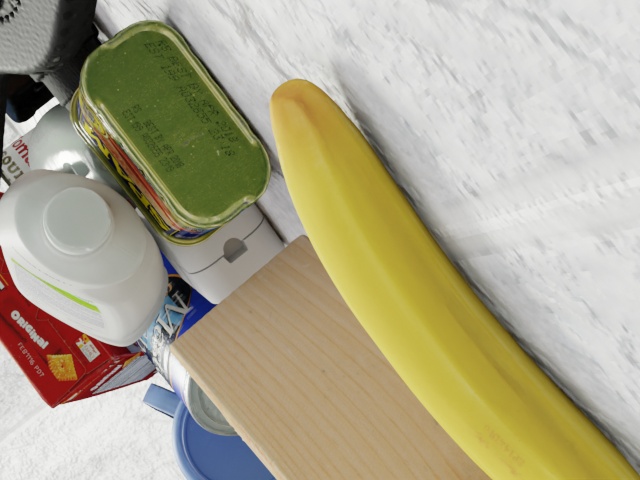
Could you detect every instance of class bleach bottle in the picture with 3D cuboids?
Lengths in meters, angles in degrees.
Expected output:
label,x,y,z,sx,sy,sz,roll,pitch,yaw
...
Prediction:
label,x,y,z,sx,sy,sz,roll,pitch,yaw
bleach bottle,-0.129,0.010,0.602,0.102,0.068,0.251,28,167,-8

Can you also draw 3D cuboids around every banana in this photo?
label,x,y,z,sx,sy,sz,roll,pitch,yaw
banana,0.048,0.032,0.351,0.198,0.037,0.070,48,151,8

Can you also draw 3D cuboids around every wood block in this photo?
label,x,y,z,sx,sy,sz,roll,pitch,yaw
wood block,0.029,0.092,0.472,0.206,0.090,0.090,37,163,50

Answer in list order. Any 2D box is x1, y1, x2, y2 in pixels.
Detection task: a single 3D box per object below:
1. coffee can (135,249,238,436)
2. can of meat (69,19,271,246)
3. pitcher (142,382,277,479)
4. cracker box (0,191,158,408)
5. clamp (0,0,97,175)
label,x,y,z,sx,sy,sz,roll,pitch,yaw
coffee can,-0.080,0.059,0.770,0.140,0.102,0.102,40,164,46
can of meat,-0.072,-0.049,0.511,0.102,0.057,0.084,52,167,-6
pitcher,-0.069,0.165,0.912,0.243,0.149,0.145,88,161,-77
cracker box,-0.206,0.047,0.884,0.164,0.072,0.213,50,-174,8
clamp,-0.151,-0.095,0.462,0.210,0.036,0.164,-11,117,42
